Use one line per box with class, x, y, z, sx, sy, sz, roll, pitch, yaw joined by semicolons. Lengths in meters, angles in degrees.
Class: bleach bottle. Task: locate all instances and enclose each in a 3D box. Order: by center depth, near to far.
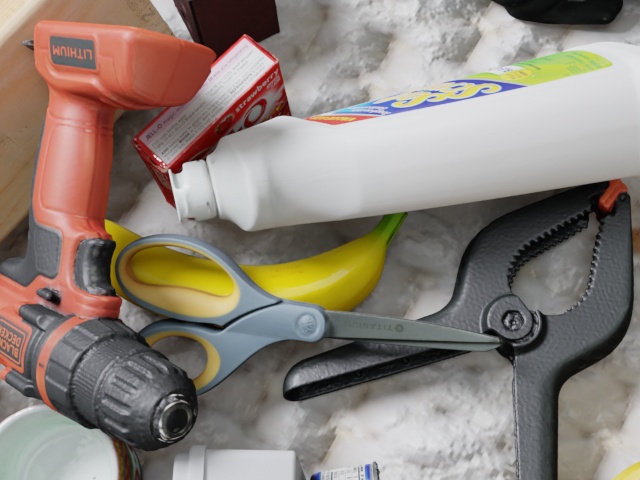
bleach bottle;0.048;-0.047;0.554;0.250;0.102;0.068;-12;108;-7

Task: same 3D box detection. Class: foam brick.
foam brick;-0.060;-0.150;0.627;0.051;0.078;0.053;-26;71;-6

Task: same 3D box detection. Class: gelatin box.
gelatin box;-0.058;-0.061;0.598;0.030;0.073;0.089;41;79;17

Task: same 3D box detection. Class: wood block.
wood block;-0.189;-0.074;0.591;0.206;0.090;0.091;-49;46;-12

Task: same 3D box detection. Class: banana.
banana;-0.051;0.017;0.590;0.198;0.037;0.069;0;64;5

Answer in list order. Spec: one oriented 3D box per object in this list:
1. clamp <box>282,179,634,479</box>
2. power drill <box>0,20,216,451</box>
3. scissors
clamp;0.091;0.047;0.566;0.165;0.036;0.210;28;75;17
power drill;-0.106;-0.008;0.516;0.185;0.057;0.188;17;96;46
scissors;-0.018;0.058;0.552;0.202;0.016;0.096;21;102;9
